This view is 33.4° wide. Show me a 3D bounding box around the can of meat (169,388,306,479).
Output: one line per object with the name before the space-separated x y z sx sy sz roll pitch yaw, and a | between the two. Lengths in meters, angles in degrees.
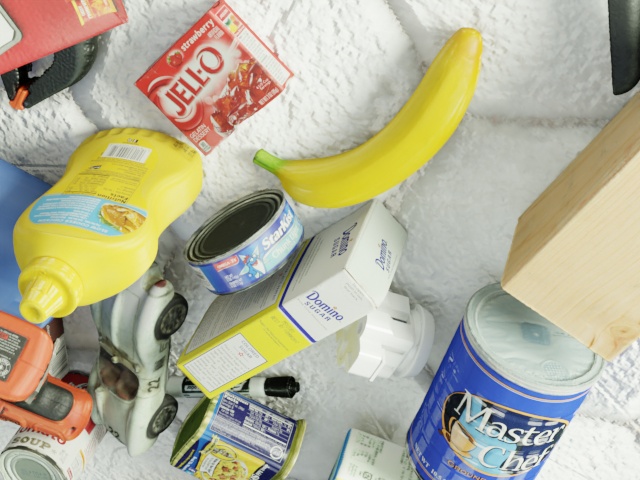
can of meat | -0.073 0.173 0.906 0.084 0.057 0.102 27 139 -10

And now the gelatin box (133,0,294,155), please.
gelatin box | -0.075 -0.111 0.739 0.089 0.030 0.073 -34 107 34

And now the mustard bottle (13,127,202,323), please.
mustard bottle | -0.155 -0.009 0.736 0.096 0.191 0.058 10 126 10

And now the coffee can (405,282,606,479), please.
coffee can | 0.131 0.115 0.776 0.103 0.102 0.140 22 128 4

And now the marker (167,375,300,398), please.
marker | -0.074 0.125 0.910 0.121 0.020 0.020 -3 122 22

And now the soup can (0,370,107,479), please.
soup can | -0.232 0.174 0.949 0.068 0.102 0.068 10 126 14

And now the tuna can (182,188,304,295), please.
tuna can | -0.055 0.001 0.775 0.086 0.086 0.033 -19 117 29

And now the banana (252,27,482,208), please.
banana | 0.040 -0.069 0.723 0.198 0.037 0.069 -28 111 33

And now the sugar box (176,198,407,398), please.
sugar box | -0.021 0.045 0.789 0.177 0.093 0.048 -28 111 33

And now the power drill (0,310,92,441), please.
power drill | -0.268 0.092 0.825 0.184 0.057 0.188 21 161 -2

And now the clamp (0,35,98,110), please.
clamp | -0.175 -0.161 0.736 0.120 0.039 0.172 24 127 8
